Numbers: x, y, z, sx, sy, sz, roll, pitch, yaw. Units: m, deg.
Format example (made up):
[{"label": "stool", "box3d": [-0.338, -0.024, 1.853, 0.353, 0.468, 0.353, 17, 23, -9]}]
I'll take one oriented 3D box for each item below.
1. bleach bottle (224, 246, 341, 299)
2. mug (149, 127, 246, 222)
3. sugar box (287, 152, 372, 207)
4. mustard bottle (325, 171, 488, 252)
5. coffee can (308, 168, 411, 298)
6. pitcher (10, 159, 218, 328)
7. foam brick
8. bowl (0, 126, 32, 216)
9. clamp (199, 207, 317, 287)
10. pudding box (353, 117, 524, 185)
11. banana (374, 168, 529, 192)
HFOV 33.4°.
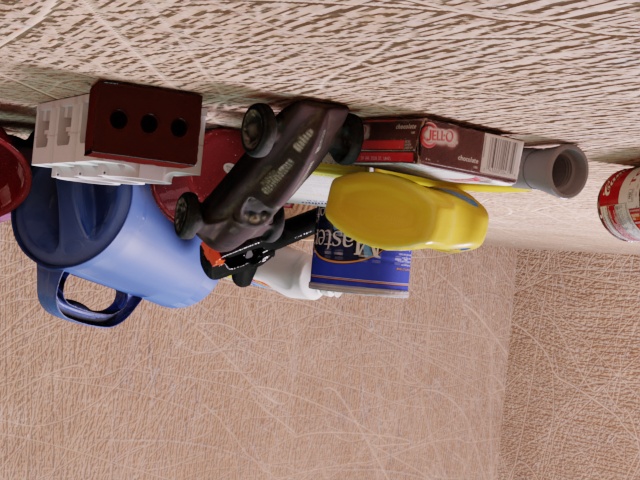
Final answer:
[{"label": "bleach bottle", "box3d": [-0.091, 0.021, 1.268, 0.251, 0.068, 0.102, 14, 167, 24]}, {"label": "mug", "box3d": [-0.098, -0.047, 0.984, 0.093, 0.117, 0.082, -9, -179, -29]}, {"label": "sugar box", "box3d": [0.000, -0.064, 0.949, 0.093, 0.048, 0.176, 7, 175, 4]}, {"label": "mustard bottle", "box3d": [0.087, -0.020, 0.891, 0.096, 0.058, 0.191, 13, -175, 27]}, {"label": "coffee can", "box3d": [0.045, -0.016, 1.085, 0.103, 0.140, 0.103, 5, 179, 0]}, {"label": "pitcher", "box3d": [-0.199, 0.003, 1.098, 0.149, 0.145, 0.242, -34, 155, 9]}, {"label": "foam brick", "box3d": [-0.129, -0.083, 0.777, 0.078, 0.053, 0.051, 5, 179, -20]}, {"label": "bowl", "box3d": [-0.344, -0.079, 0.971, 0.162, 0.055, 0.162, -5, 148, -3]}, {"label": "clamp", "box3d": [-0.057, 0.001, 1.110, 0.165, 0.036, 0.209, -33, 169, 13]}, {"label": "pudding box", "box3d": [0.086, -0.069, 0.825, 0.113, 0.039, 0.090, 9, 179, -39]}, {"label": "banana", "box3d": [0.130, -0.062, 0.964, 0.198, 0.037, 0.069, 5, 178, 25]}]
